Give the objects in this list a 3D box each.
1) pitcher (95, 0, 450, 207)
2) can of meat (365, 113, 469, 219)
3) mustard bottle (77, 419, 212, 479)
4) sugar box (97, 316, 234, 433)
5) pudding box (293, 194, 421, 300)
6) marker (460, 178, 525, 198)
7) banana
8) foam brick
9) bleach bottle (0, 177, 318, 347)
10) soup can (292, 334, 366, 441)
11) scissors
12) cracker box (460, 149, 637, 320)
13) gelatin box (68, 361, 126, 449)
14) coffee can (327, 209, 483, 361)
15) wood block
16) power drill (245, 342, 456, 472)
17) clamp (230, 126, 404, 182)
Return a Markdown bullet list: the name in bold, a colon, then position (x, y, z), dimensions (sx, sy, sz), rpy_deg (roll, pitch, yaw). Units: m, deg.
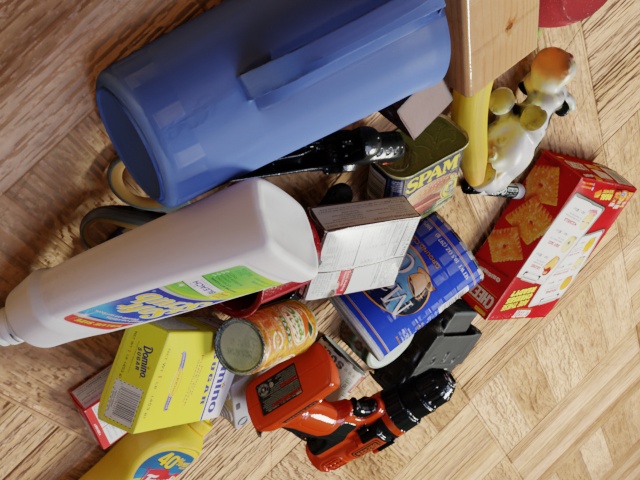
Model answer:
- **pitcher**: position (-0.031, -0.124, 0.769), dimensions (0.242, 0.145, 0.149), rpy_deg (-31, 149, -19)
- **can of meat**: position (0.093, -0.066, 1.060), dimensions (0.102, 0.057, 0.084), rpy_deg (-29, 147, -26)
- **mustard bottle**: position (-0.175, 0.223, 1.061), dimensions (0.191, 0.058, 0.096), rpy_deg (-44, 150, -1)
- **sugar box**: position (-0.127, 0.117, 0.957), dimensions (0.176, 0.048, 0.093), rpy_deg (12, 99, -69)
- **pudding box**: position (0.030, 0.007, 1.004), dimensions (0.113, 0.039, 0.090), rpy_deg (-10, 134, -33)
- **marker**: position (0.198, -0.060, 1.228), dimensions (0.120, 0.020, 0.020), rpy_deg (1, 125, -51)
- **banana**: position (0.156, -0.142, 1.038), dimensions (0.037, 0.070, 0.198), rpy_deg (-12, 141, -22)
- **foam brick**: position (0.066, -0.137, 0.928), dimensions (0.051, 0.078, 0.053), rpy_deg (-45, 146, -1)
- **bleach bottle**: position (-0.135, 0.030, 0.804), dimensions (0.251, 0.068, 0.102), rpy_deg (-20, 158, 18)
- **soup can**: position (-0.006, 0.164, 1.193), dimensions (0.102, 0.069, 0.068), rpy_deg (-47, 149, 1)
- **scissors**: position (-0.089, -0.023, 0.850), dimensions (0.201, 0.016, 0.096), rpy_deg (-1, 109, -19)
- **cracker box**: position (0.282, -0.004, 1.343), dimensions (0.163, 0.072, 0.214), rpy_deg (3, 125, -51)
- **gelatin box**: position (-0.182, 0.142, 0.994), dimensions (0.089, 0.030, 0.073), rpy_deg (-36, 147, -20)
- **coffee can**: position (0.084, 0.044, 1.118), dimensions (0.140, 0.103, 0.102), rpy_deg (-38, 148, -4)
- **wood block**: position (0.120, -0.230, 0.873), dimensions (0.090, 0.090, 0.206), rpy_deg (-37, 147, -17)
- **power drill**: position (0.028, 0.166, 1.090), dimensions (0.185, 0.057, 0.187), rpy_deg (-35, 140, 17)
- **clamp**: position (0.003, -0.074, 0.918), dimensions (0.209, 0.165, 0.036), rpy_deg (-15, 97, -67)
